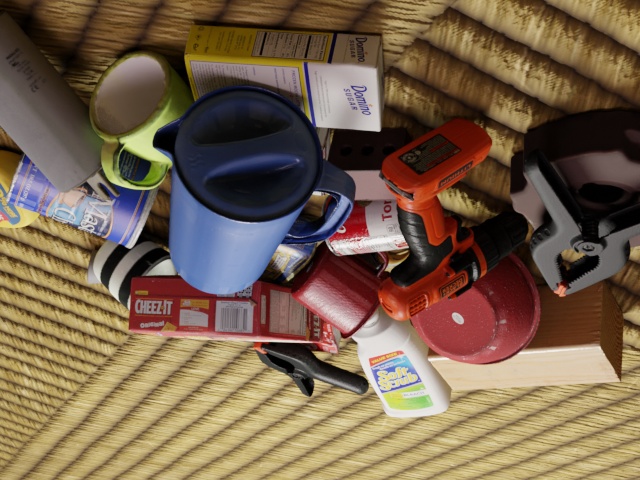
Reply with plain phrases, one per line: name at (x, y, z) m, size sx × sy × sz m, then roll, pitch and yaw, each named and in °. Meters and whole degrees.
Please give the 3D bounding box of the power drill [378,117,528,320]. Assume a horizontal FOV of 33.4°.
power drill at (0.132, -0.025, 1.051) m, size 0.057 × 0.184 × 0.187 m, roll 40°, pitch 152°, yaw 41°

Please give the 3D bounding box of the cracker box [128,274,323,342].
cracker box at (-0.106, 0.084, 1.281) m, size 0.164 × 0.072 × 0.213 m, roll 0°, pitch 174°, yaw 20°

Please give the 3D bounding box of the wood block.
wood block at (0.243, 0.114, 1.260) m, size 0.206 × 0.090 × 0.090 m, roll -7°, pitch 143°, yaw 30°

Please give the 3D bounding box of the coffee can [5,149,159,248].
coffee can at (-0.249, -0.063, 1.136) m, size 0.140 × 0.102 × 0.103 m, roll 21°, pitch 148°, yaw -14°

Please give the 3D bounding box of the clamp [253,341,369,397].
clamp at (-0.017, 0.169, 1.433) m, size 0.120 × 0.039 × 0.171 m, roll -10°, pitch 146°, yaw 34°

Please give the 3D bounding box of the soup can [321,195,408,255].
soup can at (0.061, -0.023, 1.126) m, size 0.102 × 0.068 × 0.068 m, roll -7°, pitch 144°, yaw 28°

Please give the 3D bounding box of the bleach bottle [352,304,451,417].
bleach bottle at (0.090, 0.149, 1.387) m, size 0.103 × 0.068 × 0.250 m, roll -7°, pitch 145°, yaw 23°

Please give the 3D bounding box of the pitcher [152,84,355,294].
pitcher at (-0.075, -0.032, 1.029) m, size 0.149 × 0.144 × 0.243 m, roll 54°, pitch 158°, yaw 11°

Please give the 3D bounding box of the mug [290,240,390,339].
mug at (0.027, 0.043, 1.203) m, size 0.081 × 0.093 × 0.117 m, roll 35°, pitch 119°, yaw -11°

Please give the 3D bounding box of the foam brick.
foam brick at (0.052, -0.075, 1.059) m, size 0.078 × 0.053 × 0.051 m, roll 0°, pitch 146°, yaw 19°

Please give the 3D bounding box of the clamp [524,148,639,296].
clamp at (0.263, -0.009, 1.000) m, size 0.164 × 0.036 × 0.210 m, roll 8°, pitch 148°, yaw 7°

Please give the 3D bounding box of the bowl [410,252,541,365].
bowl at (0.158, 0.076, 1.183) m, size 0.162 × 0.055 × 0.162 m, roll 10°, pitch 115°, yaw 23°

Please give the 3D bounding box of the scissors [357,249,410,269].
scissors at (0.048, 0.029, 1.263) m, size 0.096 × 0.016 × 0.202 m, roll 22°, pitch 148°, yaw -12°

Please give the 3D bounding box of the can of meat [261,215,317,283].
can of meat at (-0.058, 0.001, 1.218) m, size 0.083 × 0.057 × 0.102 m, roll 21°, pitch 148°, yaw -18°

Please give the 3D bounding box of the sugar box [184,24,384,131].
sugar box at (-0.030, -0.149, 0.978) m, size 0.176 × 0.048 × 0.093 m, roll 4°, pitch 149°, yaw 7°

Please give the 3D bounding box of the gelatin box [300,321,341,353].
gelatin box at (-0.014, 0.116, 1.411) m, size 0.073 × 0.030 × 0.089 m, roll 5°, pitch 148°, yaw 11°

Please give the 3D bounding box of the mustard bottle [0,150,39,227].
mustard bottle at (-0.375, -0.057, 1.229) m, size 0.192 × 0.058 × 0.096 m, roll -7°, pitch 124°, yaw 26°
